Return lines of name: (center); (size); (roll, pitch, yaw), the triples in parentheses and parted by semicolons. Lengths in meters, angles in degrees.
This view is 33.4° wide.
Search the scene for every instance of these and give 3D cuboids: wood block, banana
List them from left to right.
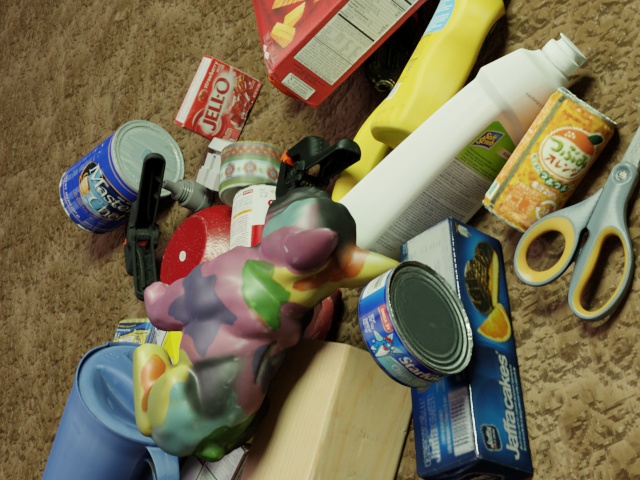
wood block: (-0.001, 0.191, 0.869); (0.091, 0.090, 0.206); (1, 72, 54)
banana: (0.047, -0.058, 0.999); (0.070, 0.037, 0.198); (10, 81, 28)

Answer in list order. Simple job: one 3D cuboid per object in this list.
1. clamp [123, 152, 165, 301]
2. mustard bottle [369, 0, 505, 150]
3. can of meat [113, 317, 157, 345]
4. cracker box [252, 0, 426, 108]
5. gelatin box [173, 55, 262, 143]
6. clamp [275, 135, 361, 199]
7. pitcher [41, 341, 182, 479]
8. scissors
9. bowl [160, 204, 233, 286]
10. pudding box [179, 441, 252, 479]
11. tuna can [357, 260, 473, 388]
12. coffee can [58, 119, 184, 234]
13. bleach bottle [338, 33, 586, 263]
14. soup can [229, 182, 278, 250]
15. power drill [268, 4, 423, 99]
clamp: (-0.208, -0.016, 1.253); (0.210, 0.036, 0.164); (-177, 92, -76)
mustard bottle: (0.112, -0.168, 0.936); (0.191, 0.058, 0.096); (-62, 6, -6)
can of meat: (-0.200, 0.135, 1.203); (0.102, 0.057, 0.084); (-7, 64, 52)
cracker box: (0.030, -0.254, 1.001); (0.214, 0.072, 0.164); (-42, 36, 26)
gelatin box: (-0.119, -0.161, 1.247); (0.030, 0.073, 0.089); (28, 94, 56)
clamp: (-0.016, -0.047, 1.013); (0.120, 0.039, 0.171); (-57, 15, 1)
pitcher: (-0.210, 0.235, 1.071); (0.243, 0.145, 0.149); (-62, -2, 32)
scissors: (0.200, -0.040, 0.775); (0.096, 0.016, 0.201); (7, 76, 33)
bowl: (-0.128, 0.024, 1.170); (0.162, 0.055, 0.162); (-32, 47, 41)
pudding box: (-0.098, 0.231, 1.024); (0.090, 0.039, 0.113); (37, 103, 55)
tuna can: (0.066, 0.059, 0.747); (0.034, 0.086, 0.086); (-33, 46, 37)
coffee can: (-0.254, -0.079, 1.358); (0.141, 0.102, 0.103); (-27, 50, 44)
bleach bottle: (0.115, -0.065, 0.868); (0.251, 0.102, 0.068); (-44, 50, 20)
soup can: (-0.057, 0.001, 1.075); (0.069, 0.068, 0.102); (-30, 48, 42)
power drill: (0.027, -0.211, 1.095); (0.188, 0.057, 0.184); (-19, 53, 45)
